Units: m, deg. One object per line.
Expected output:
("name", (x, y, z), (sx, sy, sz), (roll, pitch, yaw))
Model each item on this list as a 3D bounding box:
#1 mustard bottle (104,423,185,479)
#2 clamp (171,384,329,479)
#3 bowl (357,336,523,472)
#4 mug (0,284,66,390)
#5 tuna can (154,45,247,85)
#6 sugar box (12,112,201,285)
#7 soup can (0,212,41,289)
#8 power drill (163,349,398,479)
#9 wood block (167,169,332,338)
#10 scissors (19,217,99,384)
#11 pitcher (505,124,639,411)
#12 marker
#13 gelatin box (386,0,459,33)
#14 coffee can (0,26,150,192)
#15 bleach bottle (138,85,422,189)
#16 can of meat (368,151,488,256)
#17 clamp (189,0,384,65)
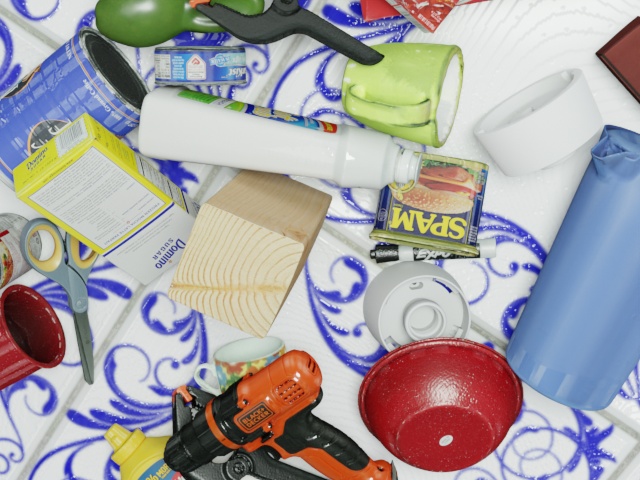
("mustard bottle", (-0.148, 0.259, 1.102), (0.191, 0.058, 0.096), (44, 96, -3))
("clamp", (-0.089, 0.240, 1.070), (0.210, 0.036, 0.164), (48, 65, 1))
("bowl", (0.116, 0.170, 1.018), (0.162, 0.055, 0.162), (1, 126, 1))
("mug", (-0.323, 0.102, 1.064), (0.082, 0.117, 0.093), (-29, 75, 18))
("tuna can", (-0.111, -0.162, 0.984), (0.086, 0.086, 0.034), (2, 102, 7))
("sugar box", (-0.190, -0.034, 0.998), (0.093, 0.048, 0.176), (-34, 138, 13))
("soup can", (-0.323, 0.015, 1.046), (0.068, 0.102, 0.068), (2, 103, 7))
("power drill", (-0.032, 0.209, 1.013), (0.185, 0.057, 0.187), (-36, 111, 23))
("wood block", (-0.056, 0.002, 0.953), (0.091, 0.206, 0.090), (24, 105, 1))
("scissors", (-0.259, 0.056, 1.066), (0.016, 0.096, 0.202), (24, 110, 47))
("pitcher", (0.273, 0.030, 0.964), (0.149, 0.144, 0.243), (28, 109, 13))
("marker", (0.108, 0.010, 1.029), (0.121, 0.020, 0.020), (-3, 103, 9))
("gelatin box", (0.080, -0.227, 0.883), (0.089, 0.030, 0.073), (37, 94, -15))
("coffee can", (-0.241, -0.118, 1.004), (0.140, 0.102, 0.103), (-35, 96, 14))
("bleach bottle", (-0.032, -0.088, 0.969), (0.251, 0.102, 0.068), (11, 103, 11))
("can of meat", (0.102, -0.035, 0.991), (0.102, 0.057, 0.084), (10, 86, 5))
("clamp", (-0.023, -0.217, 0.905), (0.171, 0.039, 0.120), (6, 97, -7))
